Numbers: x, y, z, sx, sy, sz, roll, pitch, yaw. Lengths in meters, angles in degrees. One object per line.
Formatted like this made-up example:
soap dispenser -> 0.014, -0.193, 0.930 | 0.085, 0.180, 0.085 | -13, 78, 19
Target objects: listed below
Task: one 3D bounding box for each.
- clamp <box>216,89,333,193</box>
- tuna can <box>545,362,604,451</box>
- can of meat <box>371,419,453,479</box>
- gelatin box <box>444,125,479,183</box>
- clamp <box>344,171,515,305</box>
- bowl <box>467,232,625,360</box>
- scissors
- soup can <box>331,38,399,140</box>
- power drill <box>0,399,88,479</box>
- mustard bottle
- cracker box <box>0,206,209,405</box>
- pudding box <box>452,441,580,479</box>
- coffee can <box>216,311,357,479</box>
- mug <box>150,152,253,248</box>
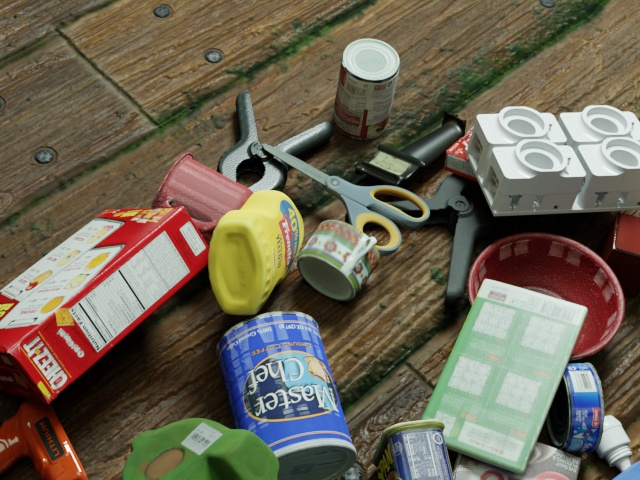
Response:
clamp -> -0.057, -0.094, 1.208 | 0.120, 0.039, 0.171 | 11, 58, 7
tuna can -> 0.245, 0.162, 1.035 | 0.033, 0.086, 0.086 | 0, 55, -5
can of meat -> 0.087, 0.222, 0.966 | 0.057, 0.102, 0.084 | -4, 58, -11
gelatin box -> 0.195, -0.100, 1.214 | 0.073, 0.030, 0.089 | 24, 45, 27
clamp -> 0.142, -0.031, 1.187 | 0.165, 0.036, 0.209 | 35, 55, 24
bowl -> 0.230, 0.070, 1.112 | 0.162, 0.055, 0.162 | 1, 52, -2
scissors -> 0.016, -0.042, 1.151 | 0.202, 0.016, 0.096 | 17, 56, 8
soup can -> 0.052, -0.174, 1.237 | 0.068, 0.102, 0.068 | 3, 55, -4
power drill -> -0.303, 0.231, 0.939 | 0.187, 0.057, 0.184 | -23, 61, -21
mustard bottle -> -0.057, 0.001, 1.068 | 0.058, 0.096, 0.191 | 0, 15, 13
cracker box -> -0.227, 0.055, 1.013 | 0.213, 0.072, 0.164 | -43, 25, -29
pudding box -> 0.180, 0.231, 1.007 | 0.113, 0.039, 0.090 | 19, 56, 7
coffee can -> -0.034, 0.152, 0.998 | 0.102, 0.103, 0.140 | -9, 57, -13
mug -> -0.123, -0.030, 1.090 | 0.081, 0.093, 0.117 | 27, 12, 6
